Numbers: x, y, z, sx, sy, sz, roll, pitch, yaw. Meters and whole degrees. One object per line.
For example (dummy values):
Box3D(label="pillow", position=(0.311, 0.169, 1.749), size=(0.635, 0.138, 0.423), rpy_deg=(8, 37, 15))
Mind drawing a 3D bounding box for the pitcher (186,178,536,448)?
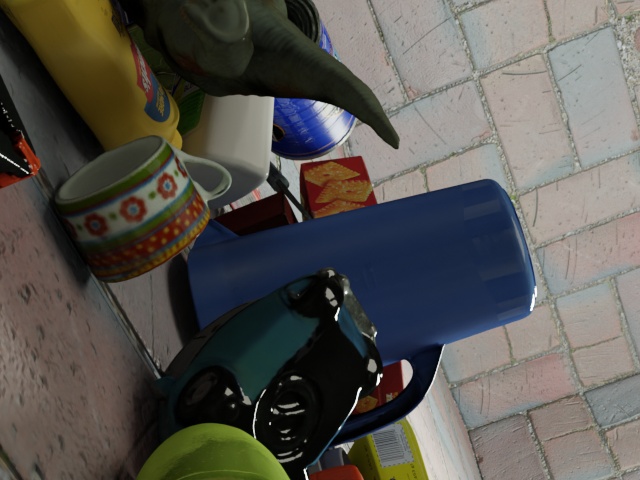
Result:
Box3D(label="pitcher", position=(0.033, 0.047, 0.794), size=(0.145, 0.243, 0.149), rpy_deg=(-103, 176, -56))

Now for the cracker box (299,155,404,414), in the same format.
Box3D(label="cracker box", position=(0.026, 0.039, 0.985), size=(0.213, 0.072, 0.164), rpy_deg=(-99, -178, -62))

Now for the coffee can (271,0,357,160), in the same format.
Box3D(label="coffee can", position=(-0.031, -0.145, 0.943), size=(0.140, 0.103, 0.103), rpy_deg=(53, 18, -64))

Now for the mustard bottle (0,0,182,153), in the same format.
Box3D(label="mustard bottle", position=(-0.138, -0.108, 0.683), size=(0.096, 0.058, 0.191), rpy_deg=(-111, 176, -45))

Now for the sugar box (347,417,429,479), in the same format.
Box3D(label="sugar box", position=(0.045, 0.226, 0.893), size=(0.176, 0.048, 0.093), rpy_deg=(113, -34, -54))

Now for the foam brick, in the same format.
Box3D(label="foam brick", position=(-0.056, 0.001, 0.921), size=(0.051, 0.078, 0.053), rpy_deg=(-94, 160, -64))

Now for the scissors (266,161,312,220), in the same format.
Box3D(label="scissors", position=(-0.051, -0.071, 0.994), size=(0.096, 0.016, 0.202), rpy_deg=(55, -3, -15))

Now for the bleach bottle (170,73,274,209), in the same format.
Box3D(label="bleach bottle", position=(-0.072, -0.157, 0.822), size=(0.068, 0.103, 0.251), rpy_deg=(16, 67, -30))
